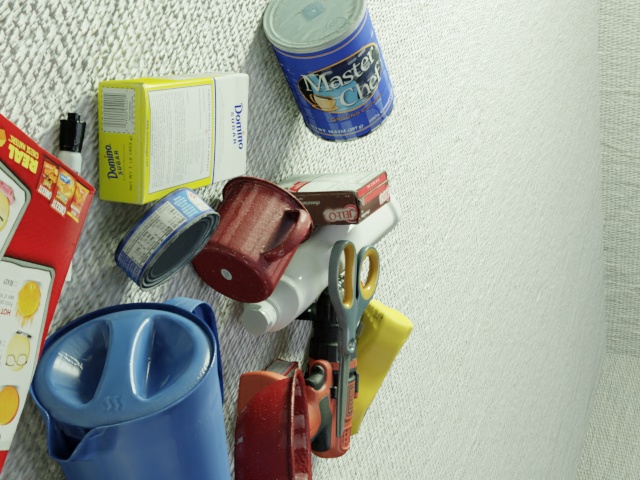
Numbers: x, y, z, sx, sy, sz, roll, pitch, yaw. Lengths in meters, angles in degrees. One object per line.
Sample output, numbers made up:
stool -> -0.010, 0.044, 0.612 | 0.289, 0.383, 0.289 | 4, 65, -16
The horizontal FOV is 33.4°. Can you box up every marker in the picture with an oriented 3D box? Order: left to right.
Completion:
marker -> -0.183, -0.031, 0.765 | 0.020, 0.020, 0.121 | 4, 92, -67

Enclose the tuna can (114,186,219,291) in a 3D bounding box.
tuna can -> -0.122, -0.001, 0.843 | 0.086, 0.034, 0.086 | -45, 171, -10

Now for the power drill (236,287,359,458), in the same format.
power drill -> -0.015, 0.149, 1.078 | 0.187, 0.057, 0.184 | -14, 107, -62

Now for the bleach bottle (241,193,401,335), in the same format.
bleach bottle -> -0.005, 0.022, 1.100 | 0.068, 0.103, 0.250 | 48, 35, -1

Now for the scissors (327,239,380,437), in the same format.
scissors -> 0.036, 0.092, 1.090 | 0.096, 0.016, 0.202 | -28, 120, -52

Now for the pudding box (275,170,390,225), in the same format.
pudding box -> 0.004, -0.042, 1.079 | 0.089, 0.114, 0.039 | -34, 121, -61

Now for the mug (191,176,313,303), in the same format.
mug -> -0.056, 0.001, 0.956 | 0.093, 0.117, 0.081 | 49, 52, -29

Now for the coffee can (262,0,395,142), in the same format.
coffee can -> 0.011, -0.182, 1.075 | 0.140, 0.103, 0.102 | 64, 39, -52

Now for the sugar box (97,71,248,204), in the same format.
sugar box -> -0.116, -0.089, 0.874 | 0.176, 0.048, 0.093 | -27, 122, -67

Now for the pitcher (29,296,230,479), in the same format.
pitcher -> -0.125, 0.171, 0.821 | 0.145, 0.149, 0.243 | -126, -156, -51

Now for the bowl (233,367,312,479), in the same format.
bowl -> -0.041, 0.191, 0.919 | 0.162, 0.055, 0.162 | -2, 90, -86

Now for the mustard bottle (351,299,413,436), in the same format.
mustard bottle -> 0.040, 0.167, 1.245 | 0.191, 0.058, 0.096 | -63, -170, 4

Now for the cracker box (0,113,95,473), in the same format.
cracker box -> -0.228, 0.029, 0.610 | 0.164, 0.072, 0.213 | 48, 53, -60
